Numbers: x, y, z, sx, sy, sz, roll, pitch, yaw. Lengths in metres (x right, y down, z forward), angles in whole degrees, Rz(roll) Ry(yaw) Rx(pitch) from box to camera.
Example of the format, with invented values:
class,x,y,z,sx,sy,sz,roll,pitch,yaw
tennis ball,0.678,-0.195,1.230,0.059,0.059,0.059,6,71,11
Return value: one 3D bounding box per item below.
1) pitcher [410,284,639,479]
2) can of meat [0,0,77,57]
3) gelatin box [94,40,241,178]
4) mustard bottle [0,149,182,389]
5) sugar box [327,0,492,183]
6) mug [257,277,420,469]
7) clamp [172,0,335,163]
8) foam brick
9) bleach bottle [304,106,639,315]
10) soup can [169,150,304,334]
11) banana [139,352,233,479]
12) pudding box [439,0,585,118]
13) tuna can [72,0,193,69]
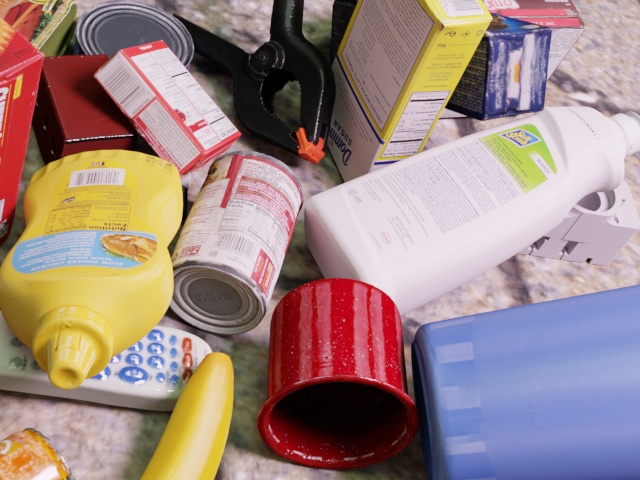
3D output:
class,x,y,z,sx,sy,sz,roll,pitch,yaw
pitcher,0.180,0.092,0.638,0.243,0.149,0.145,-7,29,1
can of meat,-0.228,-0.147,0.745,0.084,0.058,0.102,25,48,-4
gelatin box,-0.101,-0.089,0.714,0.089,0.030,0.073,51,21,-4
mustard bottle,-0.131,0.016,0.608,0.096,0.058,0.191,-2,32,-2
sugar box,0.051,-0.119,0.750,0.048,0.176,0.093,-8,56,-24
mug,0.018,0.083,0.641,0.117,0.093,0.081,37,35,-33
clamp,-0.031,-0.140,0.793,0.171,0.120,0.039,56,18,20
foam brick,-0.161,-0.080,0.719,0.051,0.053,0.078,-8,56,-27
bleach bottle,0.120,-0.028,0.732,0.250,0.068,0.103,-22,59,-15
soup can,-0.054,0.001,0.684,0.068,0.069,0.102,21,48,-5
banana,-0.094,0.140,0.560,0.037,0.069,0.197,9,34,27
pudding box,0.143,-0.145,0.850,0.089,0.114,0.039,-4,58,-25
tuna can,-0.139,-0.137,0.786,0.086,0.034,0.086,11,49,-13
